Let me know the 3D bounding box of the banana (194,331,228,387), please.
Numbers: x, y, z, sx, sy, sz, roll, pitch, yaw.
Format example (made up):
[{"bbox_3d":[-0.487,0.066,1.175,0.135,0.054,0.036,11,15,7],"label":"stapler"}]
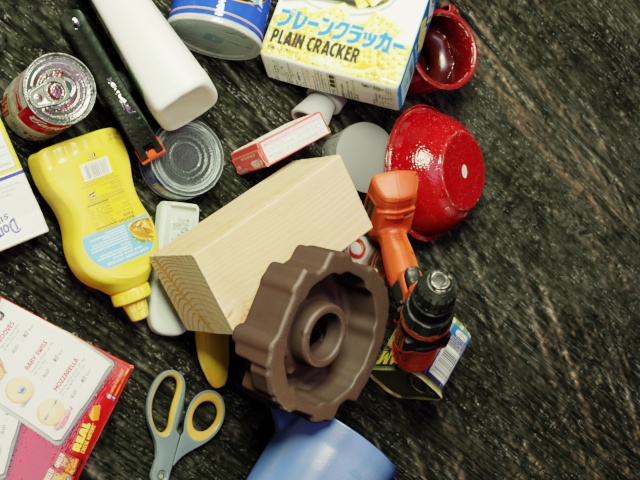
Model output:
[{"bbox_3d":[-0.098,0.055,1.136,0.069,0.037,0.197,26,74,-23],"label":"banana"}]

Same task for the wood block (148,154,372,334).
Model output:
[{"bbox_3d":[-0.057,0.002,1.089,0.205,0.090,0.091,-37,110,-33],"label":"wood block"}]

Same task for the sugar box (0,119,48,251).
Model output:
[{"bbox_3d":[-0.338,-0.071,1.016,0.093,0.048,0.176,-24,101,-28],"label":"sugar box"}]

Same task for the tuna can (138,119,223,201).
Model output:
[{"bbox_3d":[-0.146,-0.086,1.124,0.086,0.034,0.086,3,84,-28],"label":"tuna can"}]

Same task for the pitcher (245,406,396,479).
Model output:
[{"bbox_3d":[-0.029,0.304,1.101,0.242,0.149,0.145,-55,145,-17],"label":"pitcher"}]

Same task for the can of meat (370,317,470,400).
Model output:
[{"bbox_3d":[0.113,0.130,1.206,0.057,0.102,0.084,42,66,-20],"label":"can of meat"}]

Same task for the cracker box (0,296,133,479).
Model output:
[{"bbox_3d":[-0.309,0.142,0.998,0.213,0.072,0.164,31,72,-21],"label":"cracker box"}]

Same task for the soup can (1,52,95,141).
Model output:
[{"bbox_3d":[-0.264,-0.136,1.027,0.068,0.102,0.068,3,84,-28],"label":"soup can"}]

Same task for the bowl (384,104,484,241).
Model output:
[{"bbox_3d":[0.143,-0.079,1.235,0.161,0.055,0.162,2,88,-50],"label":"bowl"}]

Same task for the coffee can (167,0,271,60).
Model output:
[{"bbox_3d":[-0.098,-0.275,1.127,0.102,0.103,0.140,17,78,-26],"label":"coffee can"}]

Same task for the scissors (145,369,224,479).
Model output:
[{"bbox_3d":[-0.148,0.236,1.106,0.096,0.016,0.202,6,83,-27],"label":"scissors"}]

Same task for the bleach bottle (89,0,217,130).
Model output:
[{"bbox_3d":[-0.199,-0.235,1.070,0.068,0.102,0.251,-33,83,-2],"label":"bleach bottle"}]

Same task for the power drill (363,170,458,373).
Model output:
[{"bbox_3d":[0.091,0.024,1.103,0.057,0.184,0.187,-5,61,-10],"label":"power drill"}]

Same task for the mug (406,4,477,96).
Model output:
[{"bbox_3d":[0.127,-0.226,1.254,0.093,0.082,0.117,27,74,-23],"label":"mug"}]

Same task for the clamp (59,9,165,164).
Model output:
[{"bbox_3d":[-0.211,-0.158,1.065,0.039,0.120,0.171,-26,114,0],"label":"clamp"}]

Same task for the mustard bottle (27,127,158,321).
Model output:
[{"bbox_3d":[-0.214,-0.010,1.067,0.096,0.058,0.191,-26,98,-40],"label":"mustard bottle"}]

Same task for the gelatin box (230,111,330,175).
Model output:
[{"bbox_3d":[-0.044,-0.104,1.157,0.089,0.073,0.030,-31,100,-27],"label":"gelatin box"}]
